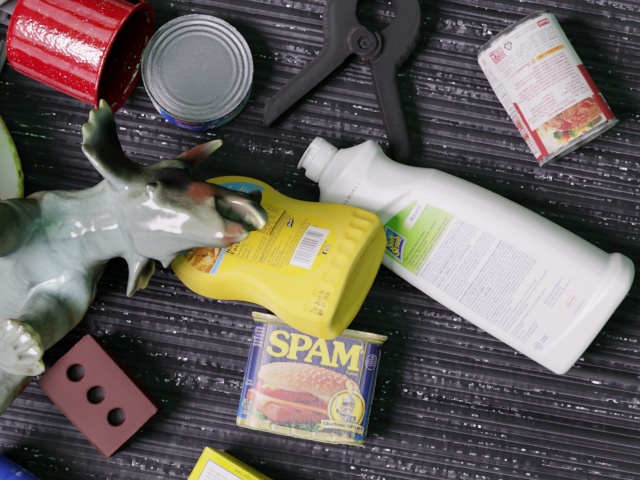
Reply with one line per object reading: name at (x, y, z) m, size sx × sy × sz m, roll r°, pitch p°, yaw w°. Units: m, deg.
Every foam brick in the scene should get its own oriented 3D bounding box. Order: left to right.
foam brick at (-0.162, 0.114, 0.787) m, size 0.053 × 0.051 × 0.078 m, roll -44°, pitch 86°, yaw -8°

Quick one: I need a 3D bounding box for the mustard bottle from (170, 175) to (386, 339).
mustard bottle at (-0.055, 0.001, 0.784) m, size 0.192 × 0.058 × 0.096 m, roll 17°, pitch 65°, yaw 23°

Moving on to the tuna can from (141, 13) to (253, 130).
tuna can at (-0.095, -0.130, 0.832) m, size 0.086 × 0.034 × 0.086 m, roll 0°, pitch 82°, yaw -2°

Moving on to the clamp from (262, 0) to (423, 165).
clamp at (0.042, -0.142, 0.838) m, size 0.120 × 0.039 × 0.171 m, roll 26°, pitch 89°, yaw -5°

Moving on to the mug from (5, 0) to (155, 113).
mug at (-0.177, -0.159, 0.812) m, size 0.081 × 0.093 × 0.117 m, roll 24°, pitch 51°, yaw 6°

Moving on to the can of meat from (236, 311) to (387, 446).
can of meat at (-0.008, 0.103, 0.794) m, size 0.102 × 0.057 × 0.084 m, roll 11°, pitch 85°, yaw 0°

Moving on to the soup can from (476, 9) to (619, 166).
soup can at (0.174, -0.117, 0.825) m, size 0.068 × 0.068 × 0.102 m, roll -29°, pitch 84°, yaw -6°

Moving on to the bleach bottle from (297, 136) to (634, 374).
bleach bottle at (0.100, -0.007, 0.799) m, size 0.251 × 0.068 × 0.103 m, roll 32°, pitch 112°, yaw 4°
